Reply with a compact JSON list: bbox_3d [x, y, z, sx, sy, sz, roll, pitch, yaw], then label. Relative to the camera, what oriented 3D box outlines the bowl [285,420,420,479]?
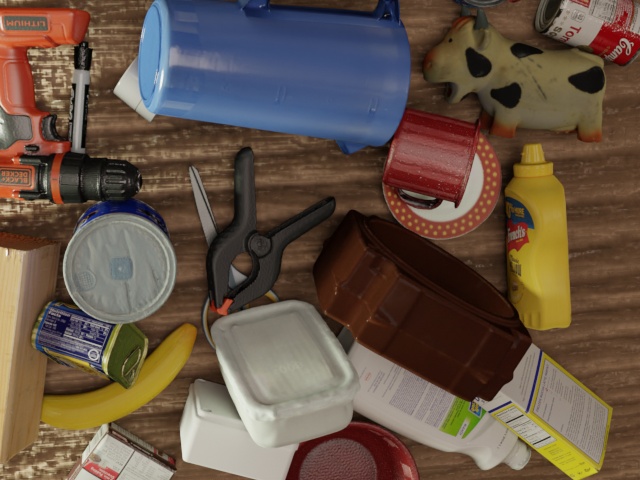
[{"bbox_3d":[0.024,0.266,1.157,0.162,0.055,0.162,-1,99,-10],"label":"bowl"}]

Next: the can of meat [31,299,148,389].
[{"bbox_3d":[-0.227,0.102,1.054,0.084,0.102,0.057,15,73,11],"label":"can of meat"}]

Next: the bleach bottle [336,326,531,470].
[{"bbox_3d":[0.120,0.182,1.154,0.250,0.068,0.102,34,76,-15],"label":"bleach bottle"}]

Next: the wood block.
[{"bbox_3d":[-0.322,0.099,1.042,0.091,0.090,0.206,10,97,7],"label":"wood block"}]

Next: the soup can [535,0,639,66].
[{"bbox_3d":[0.286,-0.232,1.120,0.102,0.068,0.068,19,95,-12],"label":"soup can"}]

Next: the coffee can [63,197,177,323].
[{"bbox_3d":[-0.194,0.016,1.036,0.102,0.140,0.103,-2,99,-10],"label":"coffee can"}]

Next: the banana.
[{"bbox_3d":[-0.213,0.150,1.107,0.197,0.037,0.069,-20,102,-6],"label":"banana"}]

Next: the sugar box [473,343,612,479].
[{"bbox_3d":[0.237,0.174,1.164,0.176,0.093,0.048,37,135,-11],"label":"sugar box"}]

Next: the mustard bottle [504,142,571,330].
[{"bbox_3d":[0.228,-0.007,1.130,0.058,0.096,0.191,-5,100,-9],"label":"mustard bottle"}]

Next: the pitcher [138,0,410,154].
[{"bbox_3d":[-0.042,-0.174,1.014,0.242,0.145,0.149,3,79,-21],"label":"pitcher"}]

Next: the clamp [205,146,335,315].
[{"bbox_3d":[-0.057,0.001,1.102,0.120,0.039,0.171,21,89,-15],"label":"clamp"}]

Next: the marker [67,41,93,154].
[{"bbox_3d":[-0.241,-0.138,1.067,0.020,0.020,0.121,5,98,-11],"label":"marker"}]

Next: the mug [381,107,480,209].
[{"bbox_3d":[0.108,-0.079,1.086,0.081,0.093,0.117,14,137,2],"label":"mug"}]

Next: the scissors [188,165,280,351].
[{"bbox_3d":[-0.088,0.020,1.120,0.096,0.016,0.202,-2,99,-11],"label":"scissors"}]

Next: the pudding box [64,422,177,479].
[{"bbox_3d":[-0.218,0.260,1.123,0.090,0.039,0.113,34,94,-14],"label":"pudding box"}]

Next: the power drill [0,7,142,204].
[{"bbox_3d":[-0.262,-0.129,1.031,0.184,0.057,0.188,3,96,3],"label":"power drill"}]
